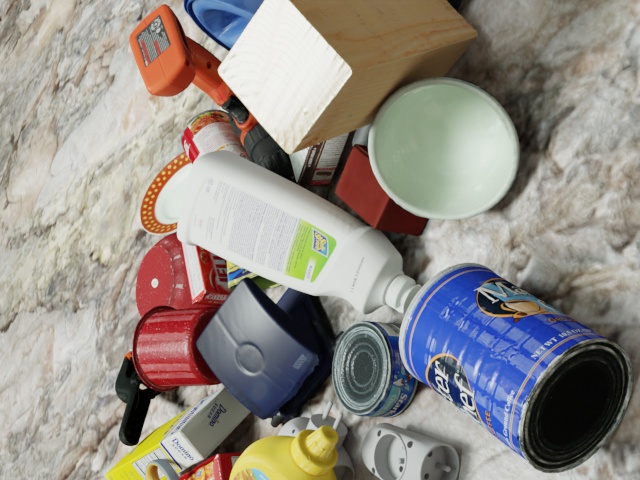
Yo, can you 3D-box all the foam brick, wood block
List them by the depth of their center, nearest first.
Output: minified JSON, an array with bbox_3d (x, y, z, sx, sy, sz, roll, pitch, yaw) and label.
[{"bbox_3d":[0.027,-0.150,0.854,0.090,0.205,0.091,49,127,11],"label":"wood block"},{"bbox_3d":[0.060,-0.045,0.955,0.078,0.052,0.051,45,118,49],"label":"foam brick"}]

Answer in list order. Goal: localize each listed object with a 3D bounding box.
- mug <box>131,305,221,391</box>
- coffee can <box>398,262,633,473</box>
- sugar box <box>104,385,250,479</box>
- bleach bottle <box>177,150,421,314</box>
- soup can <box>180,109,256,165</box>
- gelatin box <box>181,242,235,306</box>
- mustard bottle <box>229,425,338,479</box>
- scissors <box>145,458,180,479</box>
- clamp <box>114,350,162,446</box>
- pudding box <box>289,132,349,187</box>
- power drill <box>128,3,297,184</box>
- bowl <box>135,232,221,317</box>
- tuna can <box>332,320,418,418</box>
[{"bbox_3d":[-0.131,0.119,1.134,0.082,0.117,0.093,-7,51,38],"label":"mug"},{"bbox_3d":[0.138,0.089,0.776,0.140,0.102,0.103,34,111,51],"label":"coffee can"},{"bbox_3d":[-0.156,0.220,1.159,0.048,0.093,0.177,49,134,-1],"label":"sugar box"},{"bbox_3d":[-0.019,0.006,0.991,0.251,0.067,0.103,29,118,28],"label":"bleach bottle"},{"bbox_3d":[-0.106,-0.089,1.178,0.069,0.068,0.102,-60,41,27],"label":"soup can"},{"bbox_3d":[-0.107,0.028,1.150,0.030,0.073,0.089,-43,50,40],"label":"gelatin box"},{"bbox_3d":[-0.039,0.228,0.945,0.096,0.058,0.192,38,122,5],"label":"mustard bottle"},{"bbox_3d":[-0.132,0.307,1.053,0.202,0.016,0.096,54,132,36],"label":"scissors"},{"bbox_3d":[-0.192,0.161,1.247,0.120,0.039,0.171,-34,27,-2],"label":"clamp"},{"bbox_3d":[-0.009,-0.123,1.054,0.090,0.039,0.113,110,152,-50],"label":"pudding box"},{"bbox_3d":[-0.103,-0.144,1.088,0.057,0.187,0.184,-39,51,16],"label":"power drill"},{"bbox_3d":[-0.171,0.055,1.249,0.162,0.055,0.162,-16,70,51],"label":"bowl"},{"bbox_3d":[0.048,0.115,0.953,0.086,0.033,0.086,-15,71,52],"label":"tuna can"}]
